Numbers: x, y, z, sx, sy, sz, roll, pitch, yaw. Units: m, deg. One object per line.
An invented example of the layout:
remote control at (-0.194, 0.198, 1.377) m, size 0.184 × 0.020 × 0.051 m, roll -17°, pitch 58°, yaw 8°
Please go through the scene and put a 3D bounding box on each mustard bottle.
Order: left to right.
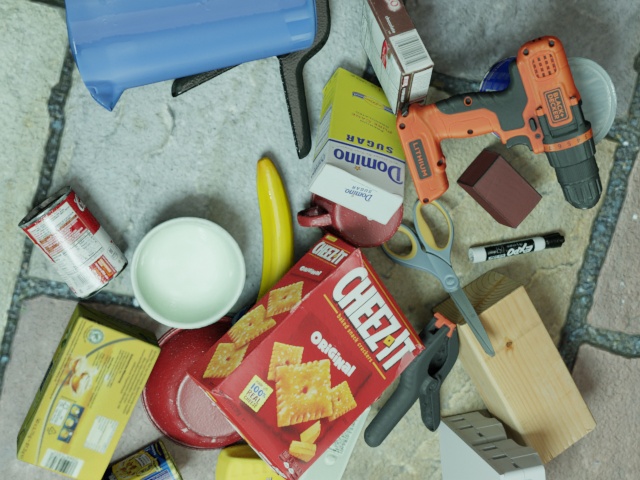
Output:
mustard bottle at (-0.084, 0.334, 1.234) m, size 0.096 × 0.058 × 0.192 m, roll 4°, pitch 100°, yaw -34°

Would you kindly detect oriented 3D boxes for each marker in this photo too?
marker at (0.236, 0.008, 1.279) m, size 0.121 × 0.020 × 0.020 m, roll -10°, pitch 102°, yaw -13°

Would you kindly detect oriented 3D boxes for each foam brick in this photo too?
foam brick at (0.208, -0.059, 1.242) m, size 0.078 × 0.053 × 0.051 m, roll 42°, pitch 88°, yaw -18°

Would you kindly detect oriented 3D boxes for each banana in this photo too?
banana at (-0.052, 0.010, 1.175) m, size 0.037 × 0.069 × 0.198 m, roll -3°, pitch 75°, yaw 18°

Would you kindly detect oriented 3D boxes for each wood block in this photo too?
wood block at (0.231, 0.151, 1.265) m, size 0.090 × 0.090 × 0.206 m, roll -33°, pitch 107°, yaw -9°

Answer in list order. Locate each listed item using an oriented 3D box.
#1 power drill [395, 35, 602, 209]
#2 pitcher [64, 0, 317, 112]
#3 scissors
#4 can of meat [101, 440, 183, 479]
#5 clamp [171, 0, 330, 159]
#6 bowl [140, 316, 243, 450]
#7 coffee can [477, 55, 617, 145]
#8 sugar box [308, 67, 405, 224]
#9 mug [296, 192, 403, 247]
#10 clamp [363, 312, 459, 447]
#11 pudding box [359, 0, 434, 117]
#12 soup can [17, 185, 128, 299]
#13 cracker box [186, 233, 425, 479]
power drill at (0.184, -0.099, 1.099) m, size 0.188 × 0.057 × 0.184 m, roll -17°, pitch 103°, yaw 13°
pitcher at (-0.133, -0.238, 1.068) m, size 0.242 × 0.145 × 0.149 m, roll -11°, pitch 133°, yaw -7°
scissors at (0.126, 0.046, 1.206) m, size 0.096 × 0.016 × 0.202 m, roll -14°, pitch 68°, yaw 5°
can of meat at (-0.195, 0.270, 1.174) m, size 0.084 × 0.102 × 0.057 m, roll -27°, pitch 105°, yaw -11°
clamp at (-0.041, -0.203, 1.156) m, size 0.164 × 0.036 × 0.210 m, roll 32°, pitch 88°, yaw -11°
bowl at (-0.119, 0.169, 1.198) m, size 0.162 × 0.055 × 0.162 m, roll -3°, pitch 101°, yaw -14°
coffee can at (0.249, -0.154, 1.188) m, size 0.102 × 0.140 × 0.103 m, roll -3°, pitch 101°, yaw -14°
sugar box at (0.044, -0.103, 1.132) m, size 0.093 × 0.176 × 0.048 m, roll 23°, pitch 128°, yaw -15°
mug at (0.031, -0.035, 1.185) m, size 0.117 × 0.081 × 0.093 m, roll -11°, pitch 103°, yaw -12°
clamp at (0.123, 0.164, 1.237) m, size 0.120 × 0.039 × 0.171 m, roll 3°, pitch 118°, yaw -53°
pudding box at (0.079, -0.202, 1.138) m, size 0.039 × 0.090 × 0.113 m, roll -18°, pitch 68°, yaw -8°
soup can at (-0.259, 0.003, 1.124) m, size 0.068 × 0.068 × 0.102 m, roll -38°, pitch 107°, yaw -5°
cracker box at (-0.010, 0.126, 1.129) m, size 0.213 × 0.072 × 0.164 m, roll -44°, pitch 123°, yaw -14°
